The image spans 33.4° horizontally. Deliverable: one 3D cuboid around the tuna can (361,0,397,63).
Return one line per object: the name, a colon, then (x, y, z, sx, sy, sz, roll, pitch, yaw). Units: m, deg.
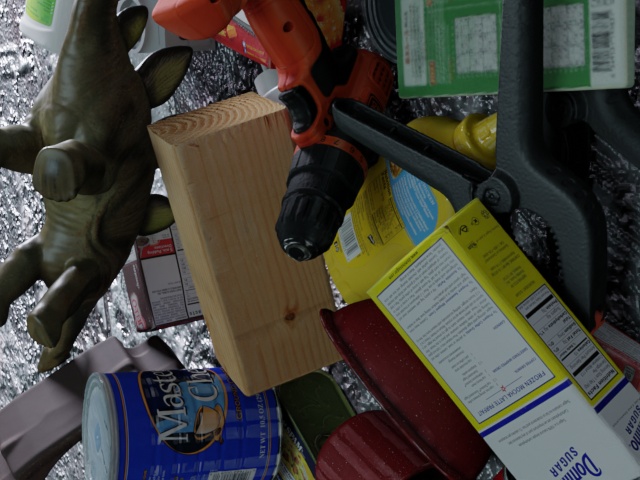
tuna can: (0.068, -0.164, 0.726, 0.086, 0.033, 0.086, 17, 112, 50)

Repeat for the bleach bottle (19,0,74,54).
bleach bottle: (-0.252, -0.321, 1.084, 0.103, 0.067, 0.251, 35, 123, 42)

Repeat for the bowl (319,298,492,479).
bowl: (0.072, 0.091, 0.723, 0.055, 0.162, 0.162, -42, 58, 6)

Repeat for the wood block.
wood block: (-0.055, 0.001, 0.824, 0.090, 0.090, 0.206, -144, 37, -64)

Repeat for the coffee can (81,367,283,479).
coffee can: (-0.114, 0.155, 0.867, 0.103, 0.140, 0.103, 180, 90, -66)

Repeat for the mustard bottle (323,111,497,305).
mustard bottle: (0.071, -0.030, 0.734, 0.192, 0.058, 0.096, -44, 51, 48)

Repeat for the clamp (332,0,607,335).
clamp: (0.112, -0.040, 0.626, 0.210, 0.036, 0.165, 55, 135, 5)

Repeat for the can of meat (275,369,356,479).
can of meat: (-0.008, 0.173, 0.891, 0.102, 0.057, 0.084, 57, 140, 27)

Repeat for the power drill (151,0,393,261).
power drill: (-0.027, -0.104, 0.698, 0.057, 0.184, 0.187, -12, 132, 33)

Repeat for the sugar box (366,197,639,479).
sugar box: (0.114, 0.071, 0.630, 0.176, 0.048, 0.093, 50, 142, 6)

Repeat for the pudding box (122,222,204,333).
pudding box: (-0.137, 0.023, 0.994, 0.039, 0.089, 0.113, -17, 85, 51)

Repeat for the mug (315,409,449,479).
mug: (0.051, 0.189, 0.799, 0.082, 0.093, 0.117, 39, 147, 47)
